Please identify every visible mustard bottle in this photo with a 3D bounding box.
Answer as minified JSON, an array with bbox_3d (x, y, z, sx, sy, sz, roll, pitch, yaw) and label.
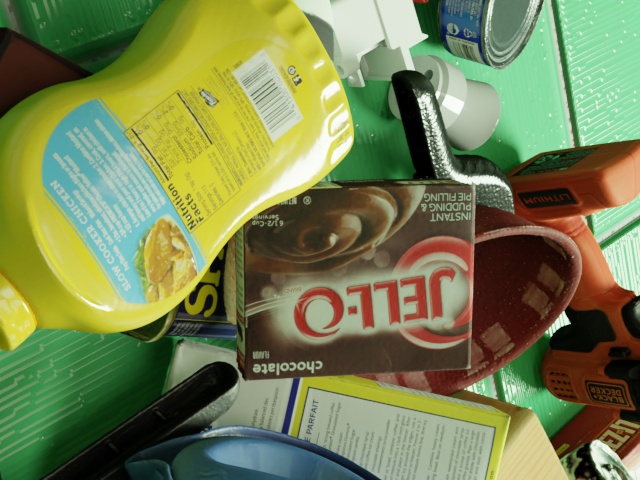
[{"bbox_3d":[-0.075,-0.021,0.412,0.191,0.058,0.096,-43,118,-27],"label":"mustard bottle"}]

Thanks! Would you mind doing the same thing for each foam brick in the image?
[{"bbox_3d":[-0.135,-0.055,0.447,0.052,0.078,0.051,27,82,-39],"label":"foam brick"}]

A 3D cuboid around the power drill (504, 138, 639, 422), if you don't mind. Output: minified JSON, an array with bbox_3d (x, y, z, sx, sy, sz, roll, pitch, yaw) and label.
[{"bbox_3d":[0.197,0.032,0.683,0.057,0.185,0.187,-31,106,-33],"label":"power drill"}]

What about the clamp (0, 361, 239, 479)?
[{"bbox_3d":[-0.131,0.125,0.478,0.164,0.036,0.210,16,101,-40],"label":"clamp"}]

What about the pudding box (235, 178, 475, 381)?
[{"bbox_3d":[0.016,0.017,0.507,0.113,0.039,0.090,-2,99,-9],"label":"pudding box"}]

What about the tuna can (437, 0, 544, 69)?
[{"bbox_3d":[0.105,-0.149,0.643,0.086,0.034,0.086,-41,142,-42],"label":"tuna can"}]

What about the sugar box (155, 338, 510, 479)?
[{"bbox_3d":[0.001,0.114,0.554,0.176,0.048,0.093,14,87,-4],"label":"sugar box"}]

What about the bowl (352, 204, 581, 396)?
[{"bbox_3d":[0.066,0.030,0.615,0.162,0.055,0.162,-18,144,-14],"label":"bowl"}]

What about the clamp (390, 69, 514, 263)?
[{"bbox_3d":[0.056,-0.017,0.631,0.120,0.039,0.171,-43,136,12],"label":"clamp"}]
